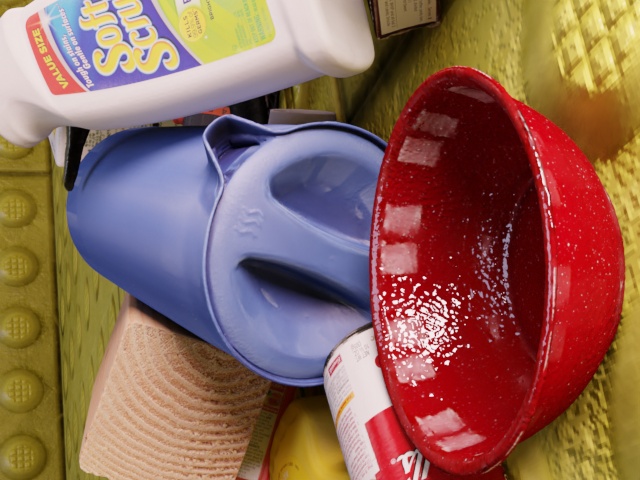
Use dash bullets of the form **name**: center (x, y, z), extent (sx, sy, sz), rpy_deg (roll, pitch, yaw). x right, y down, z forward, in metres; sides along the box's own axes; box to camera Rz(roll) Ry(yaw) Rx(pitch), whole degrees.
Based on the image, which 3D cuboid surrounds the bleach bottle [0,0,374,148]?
- **bleach bottle**: center (-0.101, -0.101, 0.579), extent (0.251, 0.068, 0.102), rpy_deg (-17, 84, 26)

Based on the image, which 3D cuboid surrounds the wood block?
- **wood block**: center (-0.098, 0.092, 0.697), extent (0.206, 0.090, 0.091), rpy_deg (-156, 85, -79)

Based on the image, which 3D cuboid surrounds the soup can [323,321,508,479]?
- **soup can**: center (0.045, 0.094, 0.499), extent (0.102, 0.068, 0.069), rpy_deg (-109, 26, -44)

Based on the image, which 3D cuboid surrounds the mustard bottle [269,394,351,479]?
- **mustard bottle**: center (0.024, 0.164, 0.576), extent (0.192, 0.058, 0.096), rpy_deg (-138, 48, -65)

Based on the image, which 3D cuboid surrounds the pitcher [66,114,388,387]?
- **pitcher**: center (-0.054, 0.001, 0.628), extent (0.243, 0.144, 0.149), rpy_deg (14, 101, 57)

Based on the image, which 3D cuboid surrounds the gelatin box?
- **gelatin box**: center (-0.042, 0.127, 0.705), extent (0.089, 0.030, 0.073), rpy_deg (120, 168, -74)

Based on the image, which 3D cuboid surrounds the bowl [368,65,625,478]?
- **bowl**: center (0.073, 0.012, 0.431), extent (0.162, 0.055, 0.162), rpy_deg (179, 90, -71)
